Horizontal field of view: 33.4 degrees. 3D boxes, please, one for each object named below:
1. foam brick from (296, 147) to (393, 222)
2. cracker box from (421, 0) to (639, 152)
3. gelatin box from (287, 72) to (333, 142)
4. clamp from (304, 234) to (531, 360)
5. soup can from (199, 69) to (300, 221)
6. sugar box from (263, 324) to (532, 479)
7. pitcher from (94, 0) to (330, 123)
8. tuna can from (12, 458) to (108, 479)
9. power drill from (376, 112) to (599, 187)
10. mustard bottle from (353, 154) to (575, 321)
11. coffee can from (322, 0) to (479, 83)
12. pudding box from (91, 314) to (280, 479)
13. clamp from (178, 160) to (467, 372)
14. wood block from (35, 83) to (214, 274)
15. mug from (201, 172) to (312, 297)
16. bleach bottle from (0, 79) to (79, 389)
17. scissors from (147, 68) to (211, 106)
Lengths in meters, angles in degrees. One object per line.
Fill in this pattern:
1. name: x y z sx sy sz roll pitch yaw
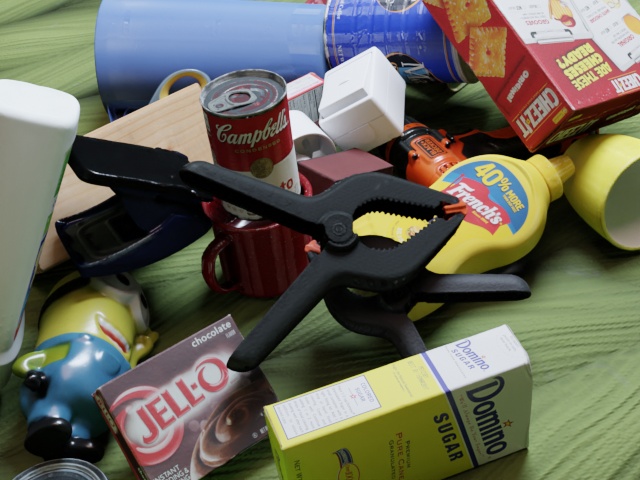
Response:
1. foam brick: 0.019 -0.045 0.954 0.078 0.053 0.051 -18 34 -42
2. cracker box: 0.193 -0.194 0.946 0.163 0.072 0.214 -20 71 -36
3. gelatin box: -0.031 -0.114 1.048 0.089 0.073 0.030 -30 43 -25
4. clamp: 0.070 0.040 0.810 0.171 0.039 0.120 39 71 16
5. soup can: -0.054 -0.075 0.846 0.068 0.102 0.068 -5 38 4
6. sugar box: 0.056 0.127 0.717 0.176 0.093 0.048 -16 41 -9
7. pitcher: -0.107 -0.182 1.119 0.243 0.149 0.145 1 24 7
8. tuna can: -0.180 0.191 0.727 0.086 0.034 0.086 -5 39 4
9. power drill: 0.152 -0.101 1.015 0.187 0.057 0.185 -22 40 -14
10. mustard bottle: 0.127 -0.018 0.881 0.191 0.058 0.096 -29 58 -8
11. coffee can: 0.087 -0.207 1.058 0.140 0.103 0.102 4 39 27
12. pudding box: -0.092 0.119 0.759 0.113 0.039 0.090 -29 88 -26
13. clamp: 0.009 0.009 0.782 0.209 0.036 0.164 -5 68 -10
14. wood block: -0.190 -0.054 0.965 0.205 0.090 0.091 -30 7 -25
15. mug: -0.056 0.001 0.903 0.093 0.081 0.117 20 46 31
16. bleach bottle: -0.241 0.013 0.806 0.068 0.251 0.102 12 18 -15
17. scissors: -0.188 -0.122 1.056 0.201 0.096 0.016 0 6 -7
